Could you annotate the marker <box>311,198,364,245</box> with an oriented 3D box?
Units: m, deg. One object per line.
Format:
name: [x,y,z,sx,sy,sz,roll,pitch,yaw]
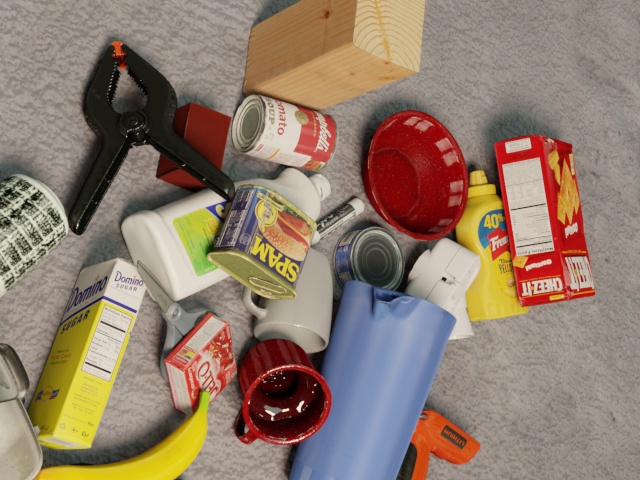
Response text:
marker: [0.005,-0.015,1.248,0.120,0.020,0.020,-35,103,-35]

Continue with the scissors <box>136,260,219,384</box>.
scissors: [-0.152,0.089,1.050,0.096,0.016,0.201,-64,155,-7]

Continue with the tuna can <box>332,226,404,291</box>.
tuna can: [0.059,0.027,1.270,0.085,0.034,0.086,7,78,-36]

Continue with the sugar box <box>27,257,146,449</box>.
sugar box: [-0.223,0.107,1.011,0.048,0.094,0.176,25,67,-29]

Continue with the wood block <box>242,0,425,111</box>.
wood block: [0.010,-0.211,1.168,0.090,0.207,0.091,16,73,-33]

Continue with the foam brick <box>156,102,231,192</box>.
foam brick: [-0.135,-0.099,1.138,0.052,0.051,0.078,21,70,-31]

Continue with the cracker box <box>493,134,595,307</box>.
cracker box: [0.298,-0.025,1.397,0.164,0.072,0.214,1,79,-63]

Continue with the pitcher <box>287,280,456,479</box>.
pitcher: [0.055,0.177,1.181,0.149,0.145,0.243,26,77,-28]

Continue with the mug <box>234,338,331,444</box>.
mug: [-0.049,0.164,1.128,0.093,0.081,0.117,35,99,-22]

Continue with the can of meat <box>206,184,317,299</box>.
can of meat: [-0.057,0.001,1.099,0.102,0.058,0.084,37,62,-38]

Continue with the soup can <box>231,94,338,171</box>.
soup can: [-0.040,-0.121,1.202,0.102,0.069,0.068,12,75,-34]

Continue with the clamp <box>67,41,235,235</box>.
clamp: [-0.175,-0.109,1.076,0.164,0.036,0.210,-6,66,-4]

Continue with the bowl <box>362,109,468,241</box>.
bowl: [0.106,-0.076,1.310,0.161,0.055,0.162,7,78,-36]

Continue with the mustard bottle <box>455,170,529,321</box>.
mustard bottle: [0.216,0.005,1.376,0.096,0.058,0.191,-5,84,-42]

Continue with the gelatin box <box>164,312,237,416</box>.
gelatin box: [-0.121,0.130,1.093,0.073,0.030,0.089,-47,149,-34]

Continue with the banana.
banana: [-0.179,0.212,1.020,0.197,0.037,0.069,-23,93,-39]

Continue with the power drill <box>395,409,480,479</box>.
power drill: [0.124,0.308,1.255,0.184,0.057,0.187,39,60,-28]

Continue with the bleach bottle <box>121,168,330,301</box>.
bleach bottle: [-0.087,-0.025,1.155,0.250,0.068,0.102,-29,101,-39]
